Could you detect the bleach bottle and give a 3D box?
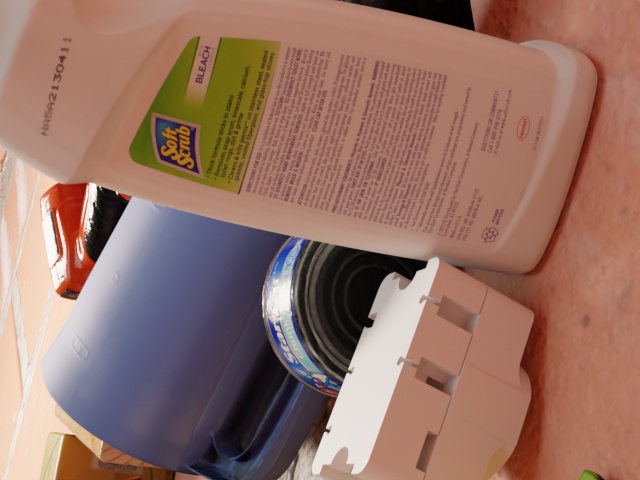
[{"bbox_3d":[-0.022,-0.056,0.408,0.068,0.250,0.102,-147,71,-67],"label":"bleach bottle"}]

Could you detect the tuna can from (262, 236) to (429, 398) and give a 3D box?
[{"bbox_3d":[0.019,0.028,0.486,0.034,0.086,0.086,-20,60,63],"label":"tuna can"}]

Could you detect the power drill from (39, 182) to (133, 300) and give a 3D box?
[{"bbox_3d":[-0.149,-0.062,0.731,0.188,0.057,0.184,118,143,-46],"label":"power drill"}]

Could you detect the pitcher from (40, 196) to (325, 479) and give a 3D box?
[{"bbox_3d":[-0.039,0.002,0.577,0.243,0.149,0.145,-62,-1,14],"label":"pitcher"}]
